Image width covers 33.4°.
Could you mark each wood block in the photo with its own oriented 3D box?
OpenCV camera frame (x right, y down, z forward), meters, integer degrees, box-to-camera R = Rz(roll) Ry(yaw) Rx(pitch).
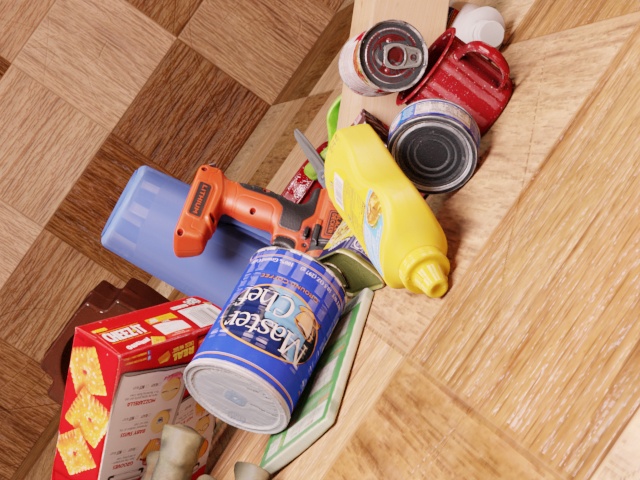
[{"bbox_3d":[0.083,-0.213,1.209,0.090,0.090,0.206,-163,81,-77],"label":"wood block"}]

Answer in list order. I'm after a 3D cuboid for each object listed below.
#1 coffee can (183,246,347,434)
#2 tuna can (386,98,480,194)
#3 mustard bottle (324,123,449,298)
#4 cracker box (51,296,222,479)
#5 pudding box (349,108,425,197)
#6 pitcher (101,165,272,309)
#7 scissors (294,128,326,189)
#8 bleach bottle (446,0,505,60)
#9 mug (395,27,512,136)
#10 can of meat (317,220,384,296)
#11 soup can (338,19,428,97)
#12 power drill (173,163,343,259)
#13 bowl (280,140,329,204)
[{"bbox_3d":[-0.048,0.090,0.978,0.103,0.102,0.140,-40,18,53],"label":"coffee can"},{"bbox_3d":[0.104,-0.085,0.983,0.086,0.086,0.033,-48,15,33],"label":"tuna can"},{"bbox_3d":[0.061,-0.015,0.913,0.192,0.058,0.096,-120,23,-49],"label":"mustard bottle"},{"bbox_3d":[-0.178,0.173,1.061,0.163,0.072,0.214,-15,-54,-51],"label":"cracker box"},{"bbox_3d":[0.072,-0.088,1.110,0.039,0.090,0.113,-53,12,17],"label":"pudding box"},{"bbox_3d":[-0.127,0.007,1.261,0.149,0.242,0.145,-59,13,15],"label":"pitcher"},{"bbox_3d":[0.003,-0.054,1.253,0.202,0.016,0.096,40,112,49],"label":"scissors"},{"bbox_3d":[0.163,-0.242,1.257,0.102,0.068,0.251,-58,13,0],"label":"bleach bottle"},{"bbox_3d":[0.139,-0.152,1.039,0.117,0.081,0.093,-40,18,53],"label":"mug"},{"bbox_3d":[0.045,0.002,1.049,0.084,0.057,0.102,-57,12,-21],"label":"can of meat"},{"bbox_3d":[0.059,-0.177,1.049,0.068,0.068,0.102,-55,11,-2],"label":"soup can"},{"bbox_3d":[-0.057,0.001,1.138,0.057,0.187,0.184,102,-177,-56],"label":"power drill"},{"bbox_3d":[-0.014,-0.055,1.459,0.162,0.055,0.162,-52,12,15],"label":"bowl"}]
